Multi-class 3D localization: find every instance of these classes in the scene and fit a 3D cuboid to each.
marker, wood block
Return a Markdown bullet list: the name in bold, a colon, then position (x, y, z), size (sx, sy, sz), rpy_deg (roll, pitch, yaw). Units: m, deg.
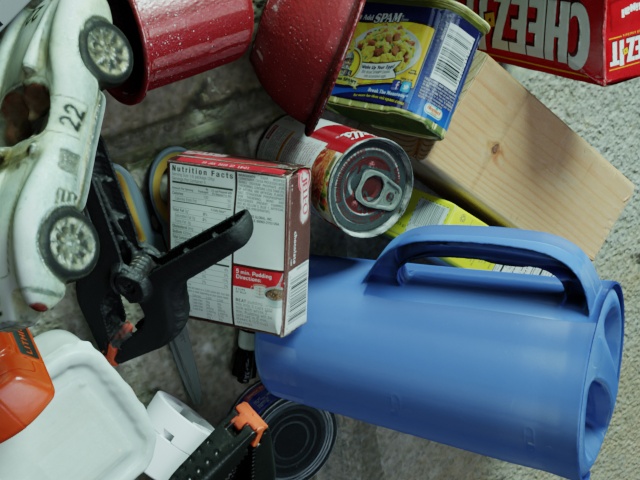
- **marker**: position (-0.049, 0.049, 0.790), size (0.020, 0.020, 0.121), rpy_deg (0, 107, -34)
- **wood block**: position (0.141, -0.062, 0.832), size (0.205, 0.090, 0.091), rpy_deg (32, 89, -37)

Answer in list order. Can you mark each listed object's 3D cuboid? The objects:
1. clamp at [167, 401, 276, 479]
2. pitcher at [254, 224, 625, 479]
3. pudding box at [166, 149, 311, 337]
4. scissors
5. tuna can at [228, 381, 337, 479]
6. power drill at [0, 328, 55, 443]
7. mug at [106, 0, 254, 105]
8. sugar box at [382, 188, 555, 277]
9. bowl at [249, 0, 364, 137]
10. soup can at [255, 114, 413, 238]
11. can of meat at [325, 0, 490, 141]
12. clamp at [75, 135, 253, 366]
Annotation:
- **clamp**: position (-0.093, 0.209, 0.767), size (0.164, 0.036, 0.210), rpy_deg (-9, 128, -42)
- **pitcher**: position (0.080, 0.068, 0.734), size (0.144, 0.243, 0.149), rpy_deg (25, 75, -65)
- **pudding box**: position (-0.054, 0.001, 0.703), size (0.039, 0.090, 0.113), rpy_deg (-30, 126, -62)
- **scissors**: position (-0.097, 0.019, 0.750), size (0.096, 0.016, 0.201), rpy_deg (-38, 124, -16)
- **tuna can**: position (-0.030, 0.150, 0.830), size (0.086, 0.034, 0.086), rpy_deg (-12, 113, -30)
- **power drill**: position (-0.225, 0.036, 0.578), size (0.057, 0.185, 0.187), rpy_deg (-38, 133, -3)
- **mug**: position (-0.095, -0.148, 0.643), size (0.081, 0.093, 0.117), rpy_deg (-24, 132, -30)
- **sugar box**: position (0.125, 0.011, 0.846), size (0.176, 0.093, 0.048), rpy_deg (25, 92, -38)
- **bowl**: position (-0.006, -0.151, 0.685), size (0.055, 0.162, 0.162), rpy_deg (18, 97, -6)
- **soup can**: position (0.007, -0.048, 0.740), size (0.068, 0.102, 0.068), rpy_deg (-11, 112, -30)
- **can of meat**: position (0.055, -0.121, 0.738), size (0.057, 0.102, 0.084), rpy_deg (24, 86, -45)
- **clamp**: position (-0.123, 0.011, 0.682), size (0.172, 0.120, 0.039), rpy_deg (-56, 175, 38)
